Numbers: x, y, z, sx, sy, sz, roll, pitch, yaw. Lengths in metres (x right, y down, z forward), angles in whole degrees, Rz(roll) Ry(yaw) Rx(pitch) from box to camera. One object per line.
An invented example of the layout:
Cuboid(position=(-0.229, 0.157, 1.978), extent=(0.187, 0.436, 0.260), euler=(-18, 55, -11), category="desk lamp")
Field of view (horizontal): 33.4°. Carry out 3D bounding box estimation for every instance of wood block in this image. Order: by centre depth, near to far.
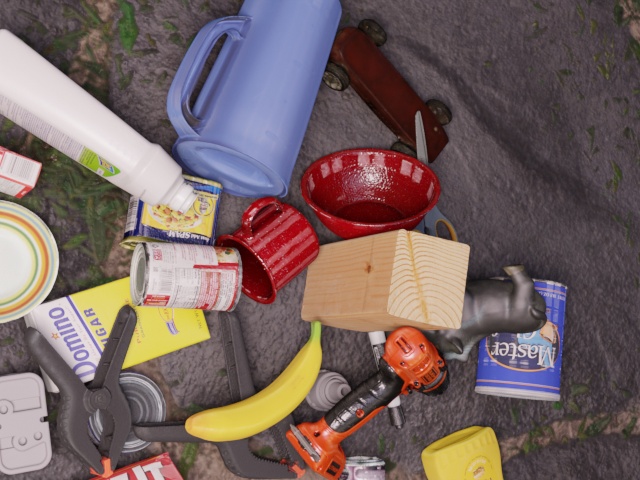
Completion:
Cuboid(position=(0.066, 0.049, 1.176), extent=(0.090, 0.206, 0.091), euler=(13, 80, -24), category="wood block")

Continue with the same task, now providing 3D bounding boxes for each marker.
Cuboid(position=(0.080, 0.166, 1.275), extent=(0.020, 0.020, 0.121), euler=(-14, 91, -26), category="marker")

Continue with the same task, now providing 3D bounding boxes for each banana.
Cuboid(position=(-0.060, 0.164, 1.134), extent=(0.197, 0.037, 0.069), euler=(-37, 106, -35), category="banana")

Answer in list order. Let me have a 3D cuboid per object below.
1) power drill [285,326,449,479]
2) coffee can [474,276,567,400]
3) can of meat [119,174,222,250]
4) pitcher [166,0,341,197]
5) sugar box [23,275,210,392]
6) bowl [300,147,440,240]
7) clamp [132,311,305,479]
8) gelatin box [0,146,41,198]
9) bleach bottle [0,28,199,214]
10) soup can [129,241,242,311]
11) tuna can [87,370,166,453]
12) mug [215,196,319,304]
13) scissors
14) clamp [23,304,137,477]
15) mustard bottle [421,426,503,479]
Cuboid(position=(0.060, 0.181, 1.176), extent=(0.187, 0.184, 0.057), euler=(-43, 63, -2), category="power drill")
Cuboid(position=(0.247, 0.122, 1.313), extent=(0.102, 0.103, 0.140), euler=(10, 80, -25), category="coffee can")
Cuboid(position=(-0.160, -0.027, 1.158), extent=(0.102, 0.058, 0.084), euler=(12, 78, -24), category="can of meat")
Cuboid(position=(-0.068, -0.180, 1.178), extent=(0.145, 0.149, 0.242), euler=(18, 72, 2), category="pitcher")
Cuboid(position=(-0.214, 0.088, 1.126), extent=(0.176, 0.048, 0.093), euler=(-19, 93, -27), category="sugar box")
Cuboid(position=(0.057, -0.043, 1.235), extent=(0.161, 0.162, 0.055), euler=(-21, 131, -26), category="bowl")
Cuboid(position=(-0.096, 0.201, 1.155), extent=(0.164, 0.036, 0.210), euler=(-46, 117, -21), category="clamp")
Cuboid(position=(-0.332, -0.075, 1.071), extent=(0.089, 0.073, 0.030), euler=(21, 75, -22), category="gelatin box")
Cuboid(position=(-0.235, -0.108, 1.085), extent=(0.250, 0.103, 0.068), euler=(36, 73, -9), category="bleach bottle")
Cuboid(position=(-0.139, 0.038, 1.103), extent=(0.102, 0.069, 0.068), euler=(4, 83, -23), category="soup can")
Cuboid(position=(-0.207, 0.181, 1.126), extent=(0.086, 0.034, 0.086), euler=(3, 83, -26), category="tuna can")
Cuboid(position=(-0.058, 0.001, 1.180), extent=(0.081, 0.093, 0.117), euler=(-40, 136, -29), category="mug")
Cuboid(position=(0.113, -0.046, 1.291), extent=(0.096, 0.016, 0.202), euler=(-28, 111, -18), category="scissors")
Cuboid(position=(-0.223, 0.149, 1.074), extent=(0.120, 0.039, 0.171), euler=(-21, 107, -31), category="clamp")
Cuboid(position=(0.191, 0.329, 1.289), extent=(0.096, 0.058, 0.191), euler=(-18, 93, -31), category="mustard bottle")
